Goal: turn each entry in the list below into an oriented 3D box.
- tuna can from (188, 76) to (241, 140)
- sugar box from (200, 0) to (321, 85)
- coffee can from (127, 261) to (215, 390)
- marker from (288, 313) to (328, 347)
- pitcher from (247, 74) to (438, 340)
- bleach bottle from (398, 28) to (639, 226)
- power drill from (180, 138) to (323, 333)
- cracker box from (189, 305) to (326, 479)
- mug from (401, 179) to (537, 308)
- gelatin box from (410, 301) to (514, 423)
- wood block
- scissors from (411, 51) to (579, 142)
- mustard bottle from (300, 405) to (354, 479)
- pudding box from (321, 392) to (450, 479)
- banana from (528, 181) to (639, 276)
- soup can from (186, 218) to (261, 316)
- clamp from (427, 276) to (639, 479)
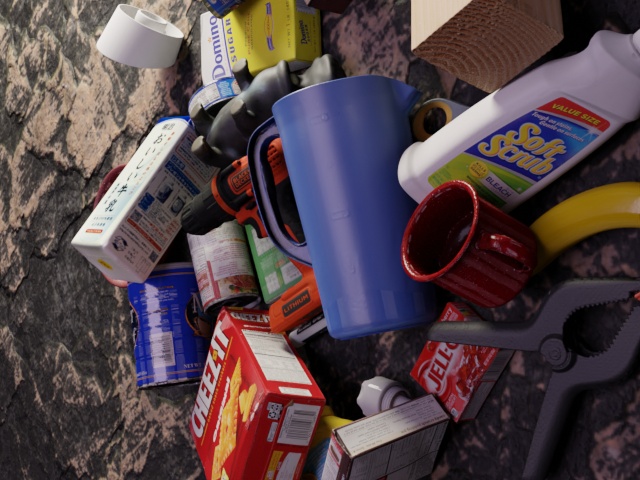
[{"bbox_3d":[-0.109,-0.150,1.234,0.086,0.085,0.034,-44,55,38],"label":"tuna can"},{"bbox_3d":[-0.072,-0.233,1.226,0.177,0.048,0.093,-7,83,46],"label":"sugar box"},{"bbox_3d":[-0.177,0.104,1.288,0.103,0.102,0.140,-19,75,46],"label":"coffee can"},{"bbox_3d":[0.009,0.085,1.145,0.121,0.020,0.020,-34,64,42],"label":"marker"},{"bbox_3d":[0.029,-0.028,1.038,0.149,0.144,0.243,157,103,-65],"label":"pitcher"},{"bbox_3d":[0.184,-0.103,0.902,0.251,0.102,0.068,-39,19,39],"label":"bleach bottle"},{"bbox_3d":[-0.058,0.001,1.150,0.185,0.057,0.188,-34,80,35],"label":"power drill"},{"bbox_3d":[-0.076,0.188,1.147,0.214,0.072,0.164,-130,54,-63],"label":"cracker box"},{"bbox_3d":[0.135,0.007,0.899,0.117,0.081,0.093,3,69,59],"label":"mug"},{"bbox_3d":[0.131,0.114,1.001,0.073,0.030,0.089,46,121,38],"label":"gelatin box"},{"bbox_3d":[0.138,-0.243,0.907,0.091,0.090,0.206,-37,41,46],"label":"wood block"},{"bbox_3d":[0.151,-0.131,0.997,0.202,0.016,0.096,-51,54,34],"label":"scissors"},{"bbox_3d":[0.024,0.243,1.095,0.096,0.058,0.192,-52,54,35],"label":"mustard bottle"},{"bbox_3d":[0.060,0.198,0.998,0.039,0.113,0.090,51,146,36],"label":"pudding box"},{"bbox_3d":[0.230,-0.009,0.890,0.198,0.037,0.069,-12,78,47],"label":"banana"},{"bbox_3d":[-0.114,0.030,1.247,0.069,0.068,0.102,-33,64,42],"label":"soup can"},{"bbox_3d":[0.206,0.104,0.902,0.210,0.036,0.164,-34,79,32],"label":"clamp"}]
